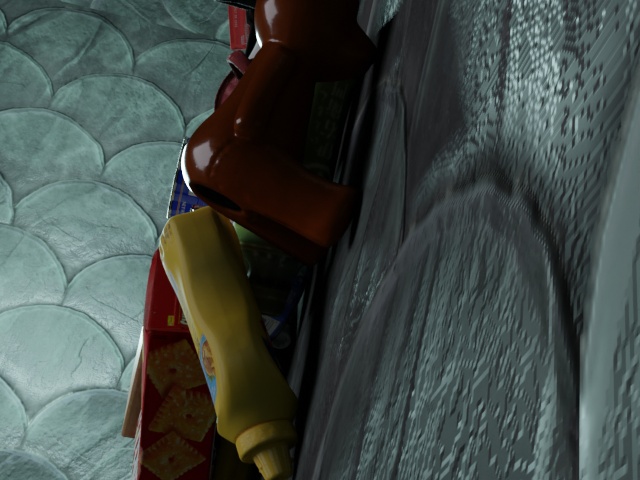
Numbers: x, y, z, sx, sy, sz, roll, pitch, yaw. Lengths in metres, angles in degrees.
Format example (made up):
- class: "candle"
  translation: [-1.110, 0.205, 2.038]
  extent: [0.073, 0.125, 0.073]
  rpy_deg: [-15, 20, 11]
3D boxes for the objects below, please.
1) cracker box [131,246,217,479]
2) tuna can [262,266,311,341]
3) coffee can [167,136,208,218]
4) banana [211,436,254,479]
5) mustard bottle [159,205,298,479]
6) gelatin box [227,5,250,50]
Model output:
- class: "cracker box"
  translation: [-0.128, 0.132, 0.952]
  extent: [0.164, 0.072, 0.214]
  rpy_deg: [-101, 19, -64]
- class: "tuna can"
  translation: [-0.041, 0.041, 0.886]
  extent: [0.086, 0.033, 0.086]
  rpy_deg: [-58, 13, 22]
- class: "coffee can"
  translation: [-0.107, -0.061, 1.299]
  extent: [0.103, 0.140, 0.103]
  rpy_deg: [-168, 91, -84]
- class: "banana"
  translation: [-0.079, 0.217, 0.954]
  extent: [0.070, 0.037, 0.198]
  rpy_deg: [137, 145, -79]
- class: "mustard bottle"
  translation: [-0.059, 0.077, 0.738]
  extent: [0.096, 0.058, 0.192]
  rpy_deg: [93, 158, -60]
- class: "gelatin box"
  translation: [-0.065, -0.244, 1.147]
  extent: [0.089, 0.030, 0.073]
  rpy_deg: [-26, -62, -60]
